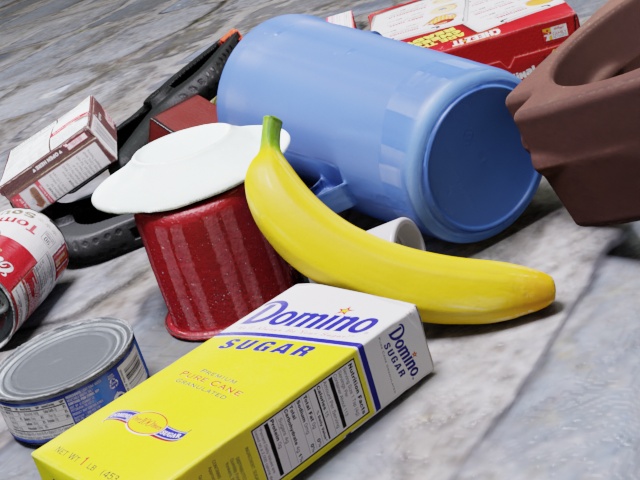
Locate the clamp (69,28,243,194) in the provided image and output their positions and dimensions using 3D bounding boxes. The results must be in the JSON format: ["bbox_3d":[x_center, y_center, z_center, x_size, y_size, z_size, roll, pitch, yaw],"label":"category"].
[{"bbox_3d":[-0.133,-0.111,0.925,0.209,0.036,0.165,-44,22,-15],"label":"clamp"}]

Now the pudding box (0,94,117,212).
[{"bbox_3d":[-0.211,-0.069,0.864,0.090,0.039,0.113,-35,21,3],"label":"pudding box"}]

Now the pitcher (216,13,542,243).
[{"bbox_3d":[0.029,-0.071,0.727,0.144,0.149,0.243,6,12,-32],"label":"pitcher"}]

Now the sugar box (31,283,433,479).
[{"bbox_3d":[-0.038,0.080,0.513,0.176,0.048,0.094,-35,27,-34],"label":"sugar box"}]

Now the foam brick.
[{"bbox_3d":[-0.100,-0.065,0.841,0.051,0.078,0.052,33,48,23],"label":"foam brick"}]

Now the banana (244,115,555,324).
[{"bbox_3d":[0.028,0.001,0.581,0.198,0.069,0.037,32,0,19],"label":"banana"}]

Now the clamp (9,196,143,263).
[{"bbox_3d":[-0.208,-0.003,0.845,0.172,0.039,0.120,-2,39,28],"label":"clamp"}]

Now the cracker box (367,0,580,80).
[{"bbox_3d":[0.130,-0.170,0.943,0.164,0.072,0.213,-15,23,7],"label":"cracker box"}]

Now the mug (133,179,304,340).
[{"bbox_3d":[-0.054,0.001,0.663,0.117,0.081,0.093,-14,22,8],"label":"mug"}]

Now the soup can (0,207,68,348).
[{"bbox_3d":[-0.227,0.026,0.752,0.068,0.068,0.102,-11,22,15],"label":"soup can"}]

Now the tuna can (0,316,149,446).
[{"bbox_3d":[-0.142,0.079,0.608,0.086,0.034,0.086,-15,22,6],"label":"tuna can"}]
